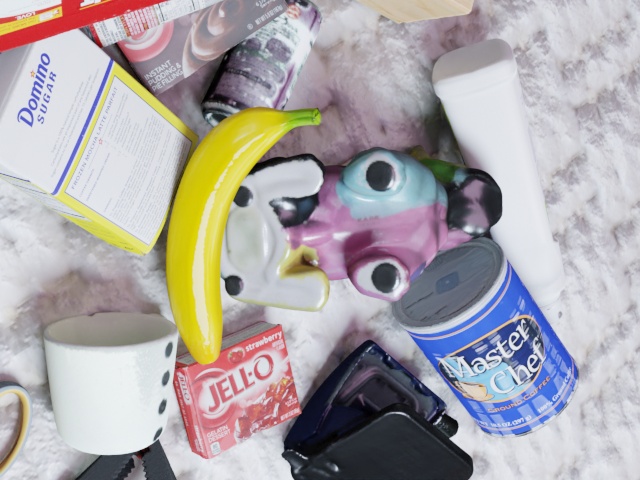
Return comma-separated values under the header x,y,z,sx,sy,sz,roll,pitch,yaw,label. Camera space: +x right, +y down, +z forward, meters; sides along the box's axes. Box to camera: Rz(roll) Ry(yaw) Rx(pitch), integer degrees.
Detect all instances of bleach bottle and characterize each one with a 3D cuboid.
x,y,z,sx,sy,sz,roll,pitch,yaw,label
0.161,-0.038,0.904,0.102,0.068,0.251,-73,145,-66,bleach bottle

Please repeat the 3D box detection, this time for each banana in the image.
x,y,z,sx,sy,sz,roll,pitch,yaw,label
-0.068,-0.011,0.711,0.037,0.070,0.198,-22,139,-62,banana

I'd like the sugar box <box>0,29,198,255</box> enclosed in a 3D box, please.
x,y,z,sx,sy,sz,roll,pitch,yaw,label
-0.147,-0.064,0.657,0.176,0.048,0.093,41,66,-58,sugar box

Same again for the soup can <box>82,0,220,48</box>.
x,y,z,sx,sy,sz,roll,pitch,yaw,label
-0.105,-0.165,0.651,0.102,0.068,0.068,-23,109,-6,soup can

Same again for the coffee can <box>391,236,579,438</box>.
x,y,z,sx,sy,sz,roll,pitch,yaw,label
0.138,0.081,0.888,0.102,0.103,0.140,-50,120,-23,coffee can

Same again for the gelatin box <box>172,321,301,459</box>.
x,y,z,sx,sy,sz,roll,pitch,yaw,label
-0.062,0.109,0.786,0.089,0.030,0.073,-21,106,-34,gelatin box

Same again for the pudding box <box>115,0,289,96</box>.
x,y,z,sx,sy,sz,roll,pitch,yaw,label
-0.092,-0.165,0.713,0.113,0.039,0.090,-35,116,-4,pudding box
